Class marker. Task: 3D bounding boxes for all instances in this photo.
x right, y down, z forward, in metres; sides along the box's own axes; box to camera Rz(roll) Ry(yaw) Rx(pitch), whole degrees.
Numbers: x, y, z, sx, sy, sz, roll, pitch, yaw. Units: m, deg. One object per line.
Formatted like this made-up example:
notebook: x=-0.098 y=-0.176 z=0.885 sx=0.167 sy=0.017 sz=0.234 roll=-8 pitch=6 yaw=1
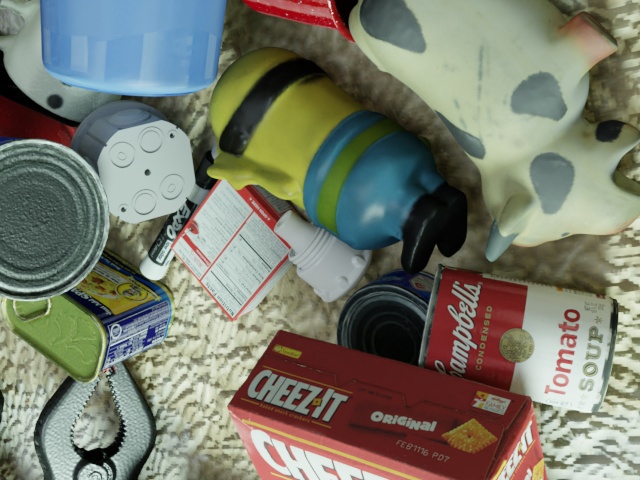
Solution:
marker: x=-0.099 y=-0.019 z=0.772 sx=0.020 sy=0.020 sz=0.121 roll=45 pitch=123 yaw=15

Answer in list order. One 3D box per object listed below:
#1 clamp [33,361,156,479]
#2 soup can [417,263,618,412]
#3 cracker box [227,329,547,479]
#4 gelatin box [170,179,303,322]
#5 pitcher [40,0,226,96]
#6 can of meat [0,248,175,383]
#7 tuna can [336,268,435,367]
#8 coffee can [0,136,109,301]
clamp: x=-0.171 y=0.186 z=0.842 sx=0.036 sy=0.164 sz=0.210 roll=-157 pitch=80 yaw=-68
soup can: x=0.111 y=0.056 z=0.606 sx=0.102 sy=0.068 sz=0.068 roll=11 pitch=111 yaw=9
cracker box: x=0.052 y=0.165 z=0.641 sx=0.164 sy=0.072 sz=0.213 roll=12 pitch=139 yaw=31
gelatin box: x=-0.055 y=0.001 z=0.743 sx=0.073 sy=0.030 sz=0.089 roll=48 pitch=124 yaw=12
pitcher: x=-0.115 y=-0.212 z=0.621 sx=0.149 sy=0.145 sz=0.243 roll=6 pitch=107 yaw=1
can of meat: x=-0.173 y=0.051 z=0.803 sx=0.102 sy=0.083 sz=0.057 roll=31 pitch=119 yaw=23
tuna can: x=0.053 y=0.063 z=0.686 sx=0.086 sy=0.033 sz=0.086 roll=10 pitch=109 yaw=31
coffee can: x=-0.218 y=-0.020 z=0.720 sx=0.141 sy=0.102 sz=0.103 roll=11 pitch=111 yaw=54
